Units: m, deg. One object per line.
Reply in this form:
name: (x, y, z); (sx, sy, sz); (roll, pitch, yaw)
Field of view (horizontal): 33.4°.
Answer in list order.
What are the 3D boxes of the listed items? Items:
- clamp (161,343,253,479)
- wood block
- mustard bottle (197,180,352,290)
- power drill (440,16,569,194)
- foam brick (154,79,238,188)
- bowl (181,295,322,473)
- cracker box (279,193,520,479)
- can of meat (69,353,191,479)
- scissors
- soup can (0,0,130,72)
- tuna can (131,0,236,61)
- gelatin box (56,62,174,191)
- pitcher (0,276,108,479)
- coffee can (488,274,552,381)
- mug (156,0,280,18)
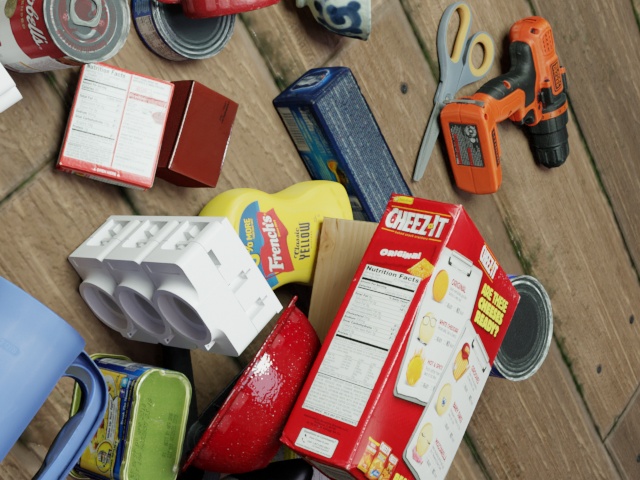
clamp: (-0.100, 0.161, 0.917); (0.120, 0.039, 0.171); (14, 89, -38)
wood block: (0.047, 0.090, 0.941); (0.090, 0.091, 0.206); (9, 90, -45)
mustard bottle: (-0.056, 0.001, 0.936); (0.191, 0.058, 0.096); (-8, 103, -42)
power drill: (0.210, -0.128, 1.169); (0.187, 0.057, 0.184); (-43, 126, -38)
foam brick: (-0.111, -0.087, 0.884); (0.052, 0.051, 0.078); (24, 76, -42)
bowl: (-0.042, 0.124, 0.834); (0.055, 0.162, 0.162); (33, 65, 1)
cracker box: (0.067, 0.095, 0.830); (0.164, 0.072, 0.213); (48, 61, -52)
can of meat: (-0.151, 0.144, 0.837); (0.057, 0.084, 0.102); (13, 83, -43)
scissors: (0.145, -0.153, 1.143); (0.096, 0.016, 0.202); (13, 84, -43)
soup can: (-0.193, -0.158, 0.769); (0.068, 0.102, 0.068); (-3, 94, -43)
tuna can: (-0.114, -0.193, 0.888); (0.085, 0.034, 0.086); (-3, 94, -43)
gelatin box: (-0.160, -0.090, 0.837); (0.073, 0.030, 0.089); (14, 81, -17)
pitcher: (-0.264, 0.137, 0.702); (0.242, 0.149, 0.145); (-60, 157, -18)
coffee can: (0.145, 0.081, 1.069); (0.102, 0.141, 0.103); (-3, 94, -43)
mug: (-0.087, -0.219, 0.835); (0.117, 0.093, 0.081); (-13, 108, -10)
